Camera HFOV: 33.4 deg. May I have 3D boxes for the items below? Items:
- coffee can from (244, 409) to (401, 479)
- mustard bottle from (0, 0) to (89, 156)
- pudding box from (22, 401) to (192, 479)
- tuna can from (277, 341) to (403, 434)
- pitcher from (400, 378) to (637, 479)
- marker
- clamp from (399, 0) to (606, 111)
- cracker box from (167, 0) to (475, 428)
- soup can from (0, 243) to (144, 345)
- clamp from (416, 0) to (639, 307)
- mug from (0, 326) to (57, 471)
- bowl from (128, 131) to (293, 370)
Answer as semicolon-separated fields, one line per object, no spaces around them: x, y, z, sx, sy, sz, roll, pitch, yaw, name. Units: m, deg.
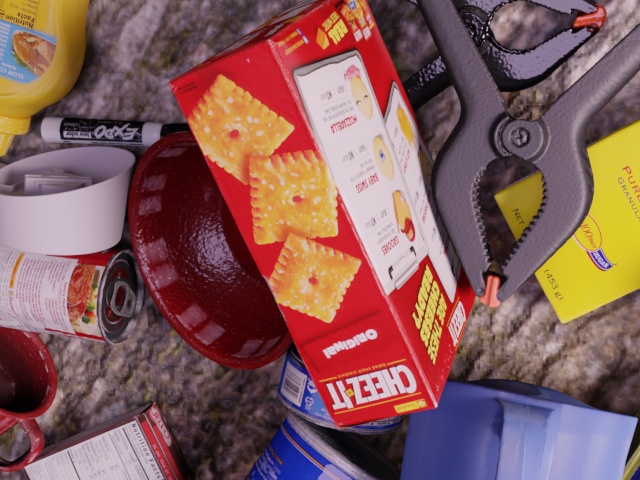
-0.015;0.195;0.702;0.103;0.102;0.140;34;91;9;coffee can
-0.206;-0.150;0.739;0.096;0.058;0.192;22;105;14;mustard bottle
-0.154;0.182;0.795;0.114;0.039;0.090;-24;92;18;pudding box
0.016;0.094;0.701;0.086;0.086;0.034;16;102;14;tuna can
0.097;0.201;0.615;0.145;0.149;0.243;3;79;53;pitcher
-0.139;-0.076;0.753;0.121;0.020;0.020;4;101;16;marker
0.088;-0.121;0.667;0.172;0.039;0.120;7;113;18;clamp
0.013;-0.026;0.618;0.072;0.164;0.213;-17;107;24;cracker box
-0.186;0.034;0.762;0.102;0.068;0.068;7;102;16;soup can
0.127;-0.065;0.624;0.165;0.036;0.210;4;96;14;clamp
-0.249;0.118;0.786;0.082;0.093;0.117;-36;91;24;mug
-0.055;0.001;0.704;0.162;0.055;0.162;20;121;37;bowl
